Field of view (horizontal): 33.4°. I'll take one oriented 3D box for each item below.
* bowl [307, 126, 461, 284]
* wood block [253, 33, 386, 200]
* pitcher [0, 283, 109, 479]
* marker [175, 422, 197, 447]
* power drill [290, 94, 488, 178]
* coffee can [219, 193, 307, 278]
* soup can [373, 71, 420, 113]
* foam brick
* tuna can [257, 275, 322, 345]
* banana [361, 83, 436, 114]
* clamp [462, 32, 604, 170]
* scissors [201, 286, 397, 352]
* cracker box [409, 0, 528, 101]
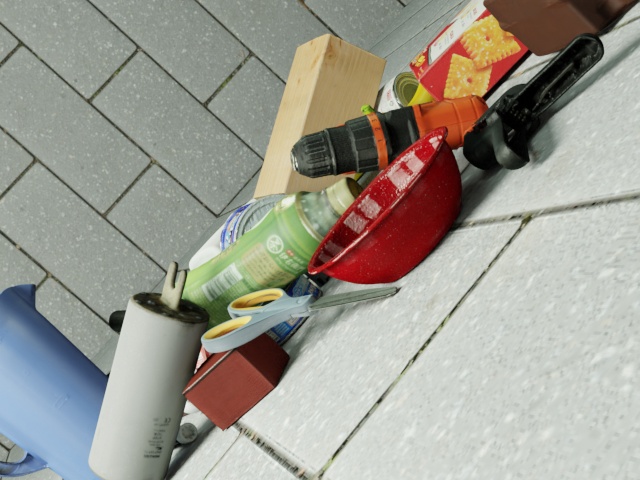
[{"bbox_3d":[0.063,-0.016,0.867,0.162,0.055,0.162,-46,8,8],"label":"bowl"},{"bbox_3d":[-0.001,-0.137,1.322,0.090,0.090,0.206,-5,68,62],"label":"wood block"},{"bbox_3d":[-0.302,0.180,1.161,0.149,0.242,0.145,-44,9,23],"label":"pitcher"},{"bbox_3d":[-0.153,0.203,1.080,0.020,0.020,0.121,-53,9,-31],"label":"marker"},{"bbox_3d":[0.056,-0.094,1.021,0.184,0.057,0.188,-11,5,-5],"label":"power drill"},{"bbox_3d":[-0.058,0.002,1.236,0.102,0.103,0.140,-49,8,-9],"label":"coffee can"},{"bbox_3d":[0.091,-0.159,1.343,0.102,0.068,0.068,-37,13,50],"label":"soup can"},{"bbox_3d":[-0.074,0.120,0.952,0.078,0.051,0.053,-43,9,28],"label":"foam brick"},{"bbox_3d":[-0.040,0.071,1.060,0.086,0.033,0.086,-46,8,9],"label":"tuna can"},{"bbox_3d":[0.116,-0.167,1.259,0.037,0.069,0.197,-10,22,37],"label":"banana"},{"bbox_3d":[0.159,-0.103,0.838,0.120,0.039,0.171,-47,8,-3],"label":"clamp"},{"bbox_3d":[-0.029,0.065,0.882,0.096,0.016,0.202,-37,18,-29],"label":"scissors"},{"bbox_3d":[0.196,-0.236,1.156,0.214,0.072,0.164,-45,9,11],"label":"cracker box"}]
